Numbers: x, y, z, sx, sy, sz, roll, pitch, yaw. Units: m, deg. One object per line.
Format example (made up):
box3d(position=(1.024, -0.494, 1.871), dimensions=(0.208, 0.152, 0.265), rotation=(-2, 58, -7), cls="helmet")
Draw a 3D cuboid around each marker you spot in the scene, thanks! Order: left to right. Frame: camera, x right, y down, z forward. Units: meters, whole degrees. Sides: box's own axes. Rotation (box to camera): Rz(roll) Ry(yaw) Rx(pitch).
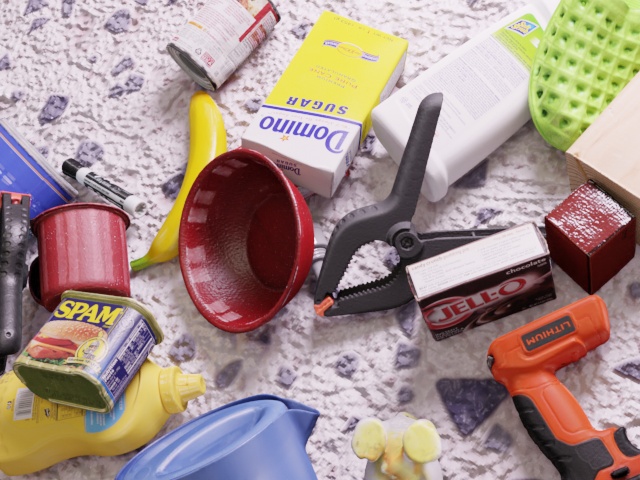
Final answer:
box3d(position=(-0.217, -0.054, 1.058), dimensions=(0.121, 0.020, 0.020), rotation=(29, 76, 34), cls="marker")

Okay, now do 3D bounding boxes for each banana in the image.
box3d(position=(-0.126, -0.059, 1.031), dimensions=(0.070, 0.037, 0.197), rotation=(11, 69, 21), cls="banana")

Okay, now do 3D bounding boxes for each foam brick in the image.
box3d(position=(0.222, -0.002, 0.876), dimensions=(0.053, 0.078, 0.051), rotation=(-40, 60, -7), cls="foam brick")

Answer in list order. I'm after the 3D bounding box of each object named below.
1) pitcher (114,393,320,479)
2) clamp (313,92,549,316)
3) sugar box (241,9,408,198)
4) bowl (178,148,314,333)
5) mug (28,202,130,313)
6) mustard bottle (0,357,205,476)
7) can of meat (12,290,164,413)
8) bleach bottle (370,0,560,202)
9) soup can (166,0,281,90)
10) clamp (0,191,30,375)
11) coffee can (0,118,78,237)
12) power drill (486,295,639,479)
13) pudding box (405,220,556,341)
box3d(position=(-0.047, 0.245, 0.756), dimensions=(0.149, 0.144, 0.243), rotation=(-19, 99, 39), cls="pitcher")
box3d(position=(0.084, 0.001, 0.915), dimensions=(0.164, 0.036, 0.210), rotation=(42, 103, -9), cls="clamp")
box3d(position=(0.006, -0.130, 0.990), dimensions=(0.093, 0.048, 0.176), rotation=(22, 57, 11), cls="sugar box")
box3d(position=(-0.056, 0.001, 0.947), dimensions=(0.162, 0.055, 0.162), rotation=(-2, 87, 45), cls="bowl")
box3d(position=(-0.230, 0.025, 0.998), dimensions=(0.117, 0.093, 0.081), rotation=(-21, 65, 26), cls="mug")
box3d(position=(-0.194, 0.145, 0.941), dimensions=(0.192, 0.058, 0.096), rotation=(-13, 47, 10), cls="mustard bottle")
box3d(position=(-0.199, 0.095, 0.909), dimensions=(0.102, 0.057, 0.083), rotation=(5, 46, 30), cls="can of meat")
box3d(position=(0.173, -0.147, 0.970), dimensions=(0.250, 0.068, 0.103), rotation=(-35, 69, -6), cls="bleach bottle")
box3d(position=(-0.098, -0.209, 1.077), dimensions=(0.069, 0.068, 0.102), rotation=(37, 81, 28), cls="soup can")
box3d(position=(-0.279, 0.036, 0.952), dimensions=(0.039, 0.120, 0.171), rotation=(7, 79, -28), cls="clamp")
box3d(position=(-0.323, -0.035, 1.041), dimensions=(0.140, 0.102, 0.103), rotation=(-44, 61, -7), cls="coffee can")
box3d(position=(0.224, 0.139, 0.819), dimensions=(0.184, 0.057, 0.188), rotation=(-24, 61, 5), cls="power drill")
box3d(position=(0.133, 0.035, 0.878), dimensions=(0.113, 0.090, 0.039), rotation=(-22, 61, 5), cls="pudding box")
